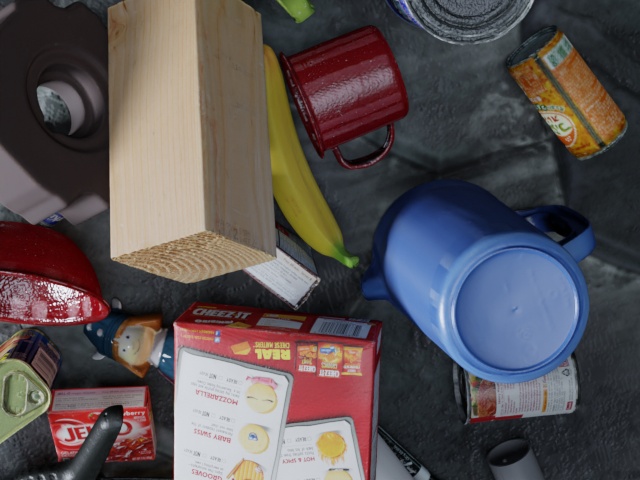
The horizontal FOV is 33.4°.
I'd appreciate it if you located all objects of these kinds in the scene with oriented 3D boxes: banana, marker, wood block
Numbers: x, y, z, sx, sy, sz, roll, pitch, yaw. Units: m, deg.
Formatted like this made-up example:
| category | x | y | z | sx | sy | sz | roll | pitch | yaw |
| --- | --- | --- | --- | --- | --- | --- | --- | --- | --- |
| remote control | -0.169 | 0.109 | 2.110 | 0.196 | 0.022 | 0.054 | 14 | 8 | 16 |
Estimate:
| category | x | y | z | sx | sy | sz | roll | pitch | yaw |
| --- | --- | --- | --- | --- | --- | --- | --- | --- | --- |
| banana | -0.022 | -0.067 | 0.897 | 0.037 | 0.070 | 0.198 | -32 | 102 | -38 |
| marker | 0.076 | 0.205 | 1.002 | 0.121 | 0.020 | 0.020 | 43 | 99 | -14 |
| wood block | -0.098 | -0.083 | 0.807 | 0.091 | 0.090 | 0.206 | -16 | 68 | 29 |

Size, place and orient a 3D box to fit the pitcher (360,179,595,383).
| category | x | y | z | sx | sy | sz | roll | pitch | yaw |
| --- | --- | --- | --- | --- | --- | --- | --- | --- | --- |
| pitcher | 0.131 | 0.025 | 0.839 | 0.145 | 0.243 | 0.149 | 25 | 96 | -9 |

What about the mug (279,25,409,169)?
| category | x | y | z | sx | sy | sz | roll | pitch | yaw |
| --- | --- | --- | --- | --- | --- | --- | --- | --- | --- |
| mug | 0.025 | -0.114 | 0.874 | 0.081 | 0.093 | 0.117 | -22 | 112 | -2 |

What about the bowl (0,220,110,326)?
| category | x | y | z | sx | sy | sz | roll | pitch | yaw |
| --- | --- | --- | --- | --- | --- | --- | --- | --- | --- |
| bowl | -0.251 | 0.024 | 0.881 | 0.162 | 0.162 | 0.055 | 6 | 71 | -5 |

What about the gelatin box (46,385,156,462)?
| category | x | y | z | sx | sy | sz | roll | pitch | yaw |
| --- | --- | --- | --- | --- | --- | --- | --- | --- | --- |
| gelatin box | -0.195 | 0.166 | 0.954 | 0.089 | 0.030 | 0.073 | -2 | 130 | -3 |

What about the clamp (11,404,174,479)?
| category | x | y | z | sx | sy | sz | roll | pitch | yaw |
| --- | --- | --- | --- | --- | --- | --- | --- | --- | --- |
| clamp | -0.211 | 0.215 | 0.949 | 0.210 | 0.036 | 0.164 | -18 | 134 | 15 |

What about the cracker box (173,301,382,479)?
| category | x | y | z | sx | sy | sz | roll | pitch | yaw |
| --- | --- | --- | --- | --- | --- | --- | --- | --- | --- |
| cracker box | -0.035 | 0.165 | 0.880 | 0.164 | 0.072 | 0.214 | 4 | 104 | 10 |

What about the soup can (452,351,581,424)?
| category | x | y | z | sx | sy | sz | roll | pitch | yaw |
| --- | --- | --- | --- | --- | --- | --- | --- | --- | --- |
| soup can | 0.175 | 0.127 | 0.961 | 0.102 | 0.068 | 0.068 | -5 | 106 | -3 |

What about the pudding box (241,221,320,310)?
| category | x | y | z | sx | sy | sz | roll | pitch | yaw |
| --- | --- | --- | --- | --- | --- | --- | --- | --- | --- |
| pudding box | -0.056 | 0.001 | 0.898 | 0.113 | 0.090 | 0.039 | 36 | 100 | -13 |

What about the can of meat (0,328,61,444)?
| category | x | y | z | sx | sy | sz | roll | pitch | yaw |
| --- | --- | --- | --- | --- | --- | --- | --- | --- | --- |
| can of meat | -0.276 | 0.130 | 0.924 | 0.102 | 0.084 | 0.057 | -36 | 105 | 6 |

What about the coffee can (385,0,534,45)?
| category | x | y | z | sx | sy | sz | roll | pitch | yaw |
| --- | --- | --- | --- | --- | --- | --- | --- | --- | --- |
| coffee can | 0.102 | -0.208 | 0.823 | 0.102 | 0.140 | 0.103 | -1 | 106 | -4 |
